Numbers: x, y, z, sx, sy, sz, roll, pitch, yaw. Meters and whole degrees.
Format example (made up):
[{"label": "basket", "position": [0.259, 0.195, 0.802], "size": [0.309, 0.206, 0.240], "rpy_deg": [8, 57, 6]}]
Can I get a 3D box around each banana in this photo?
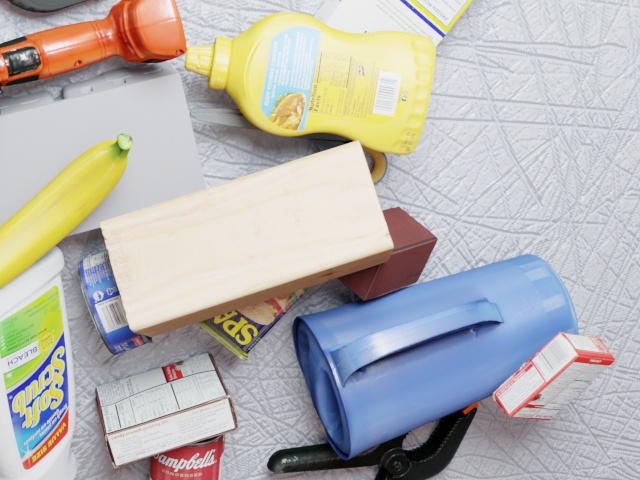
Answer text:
[{"label": "banana", "position": [-0.210, -0.015, 0.791], "size": [0.198, 0.069, 0.037], "rpy_deg": [-42, 82, 6]}]

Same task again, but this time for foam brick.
[{"label": "foam brick", "position": [0.054, 0.011, 0.935], "size": [0.078, 0.051, 0.053], "rpy_deg": [-15, 137, -46]}]

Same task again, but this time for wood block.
[{"label": "wood block", "position": [-0.055, 0.002, 0.841], "size": [0.206, 0.091, 0.090], "rpy_deg": [-17, 82, -1]}]

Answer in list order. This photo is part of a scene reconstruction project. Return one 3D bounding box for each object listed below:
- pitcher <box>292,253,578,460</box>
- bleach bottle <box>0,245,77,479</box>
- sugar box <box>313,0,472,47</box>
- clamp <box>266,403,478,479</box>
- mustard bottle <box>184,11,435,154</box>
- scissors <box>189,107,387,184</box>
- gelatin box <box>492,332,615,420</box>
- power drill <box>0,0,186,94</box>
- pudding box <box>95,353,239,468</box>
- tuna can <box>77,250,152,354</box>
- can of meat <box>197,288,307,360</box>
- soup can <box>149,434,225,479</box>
[{"label": "pitcher", "position": [0.106, 0.093, 0.959], "size": [0.242, 0.149, 0.145], "rpy_deg": [-18, 116, -13]}, {"label": "bleach bottle", "position": [-0.246, 0.129, 0.902], "size": [0.102, 0.068, 0.251], "rpy_deg": [-36, 132, -43]}, {"label": "sugar box", "position": [0.081, -0.218, 0.879], "size": [0.093, 0.048, 0.176], "rpy_deg": [36, 101, -25]}, {"label": "clamp", "position": [0.060, 0.209, 1.048], "size": [0.210, 0.036, 0.164], "rpy_deg": [-42, 117, 0]}, {"label": "mustard bottle", "position": [-0.011, -0.128, 0.840], "size": [0.191, 0.058, 0.096], "rpy_deg": [8, 104, -10]}, {"label": "scissors", "position": [-0.014, -0.080, 0.904], "size": [0.201, 0.016, 0.096], "rpy_deg": [-11, 120, -23]}, {"label": "gelatin box", "position": [0.205, 0.120, 0.940], "size": [0.073, 0.030, 0.089], "rpy_deg": [12, 128, -48]}, {"label": "power drill", "position": [-0.195, -0.135, 0.761], "size": [0.187, 0.185, 0.057], "rpy_deg": [-18, 105, -18]}, {"label": "pudding box", "position": [-0.136, 0.146, 0.933], "size": [0.113, 0.090, 0.039], "rpy_deg": [-18, 115, -10]}, {"label": "tuna can", "position": [-0.171, 0.051, 0.886], "size": [0.033, 0.086, 0.086], "rpy_deg": [-21, 116, -4]}, {"label": "can of meat", "position": [-0.074, 0.040, 0.929], "size": [0.084, 0.057, 0.102], "rpy_deg": [-46, 117, 1]}, {"label": "soup can", "position": [-0.123, 0.211, 0.976], "size": [0.068, 0.068, 0.102], "rpy_deg": [-1, 112, -17]}]
